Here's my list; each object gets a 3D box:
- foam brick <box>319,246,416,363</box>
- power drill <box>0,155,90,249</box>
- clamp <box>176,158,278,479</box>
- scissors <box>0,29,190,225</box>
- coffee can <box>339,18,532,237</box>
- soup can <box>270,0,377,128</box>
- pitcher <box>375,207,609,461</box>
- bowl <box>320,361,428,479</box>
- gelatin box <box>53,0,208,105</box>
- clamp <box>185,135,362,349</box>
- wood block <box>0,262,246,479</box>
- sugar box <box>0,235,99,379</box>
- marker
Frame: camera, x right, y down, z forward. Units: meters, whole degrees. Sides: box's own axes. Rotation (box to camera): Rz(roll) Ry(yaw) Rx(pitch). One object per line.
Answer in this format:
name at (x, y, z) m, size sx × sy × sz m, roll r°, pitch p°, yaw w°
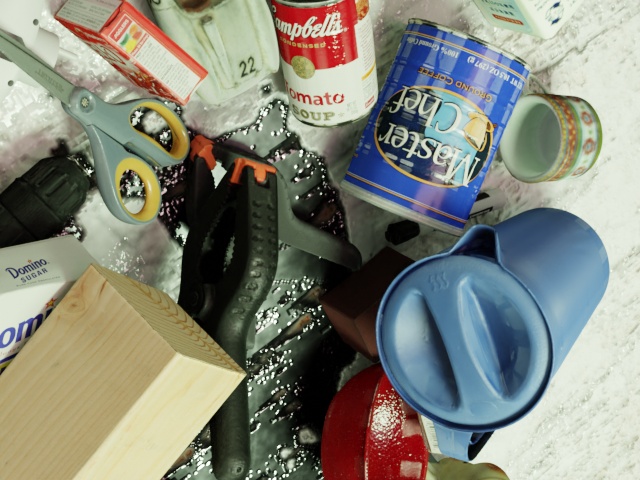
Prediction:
foam brick at (0.050, 0.053, 0.881) m, size 0.078 × 0.053 × 0.051 m, roll -37°, pitch 124°, yaw -16°
power drill at (-0.255, -0.029, 0.648) m, size 0.184 × 0.057 × 0.187 m, roll -46°, pitch 126°, yaw -10°
clamp at (-0.068, 0.051, 0.729) m, size 0.036 × 0.165 × 0.210 m, roll 13°, pitch 102°, yaw -38°
scissors at (-0.151, -0.067, 0.678) m, size 0.201 × 0.016 × 0.096 m, roll 15°, pitch 81°, yaw -58°
coffee can at (0.088, -0.086, 0.822) m, size 0.102 × 0.103 × 0.140 m, roll 18°, pitch 97°, yaw -37°
soup can at (0.003, -0.140, 0.757) m, size 0.068 × 0.069 × 0.102 m, roll -29°, pitch 134°, yaw -21°
pitcher at (0.149, 0.058, 0.851) m, size 0.149 × 0.145 × 0.242 m, roll -40°, pitch 173°, yaw 30°
bowl at (0.043, 0.171, 0.893) m, size 0.162 × 0.055 × 0.162 m, roll 1°, pitch 90°, yaw -67°
gelatin box at (-0.122, -0.124, 0.678) m, size 0.073 × 0.089 × 0.030 m, roll 40°, pitch 83°, yaw -36°
clamp at (-0.055, 0.001, 0.802) m, size 0.120 × 0.039 × 0.171 m, roll -46°, pitch 118°, yaw -9°
wood block at (-0.157, 0.128, 0.664) m, size 0.206 × 0.091 × 0.090 m, roll -51°, pitch 152°, yaw 4°
sugar box at (-0.205, 0.083, 0.686) m, size 0.093 × 0.048 × 0.176 m, roll -15°, pitch 140°, yaw -44°
marker at (0.107, -0.020, 0.911) m, size 0.120 × 0.020 × 0.020 m, roll -19°, pitch 117°, yaw -26°
